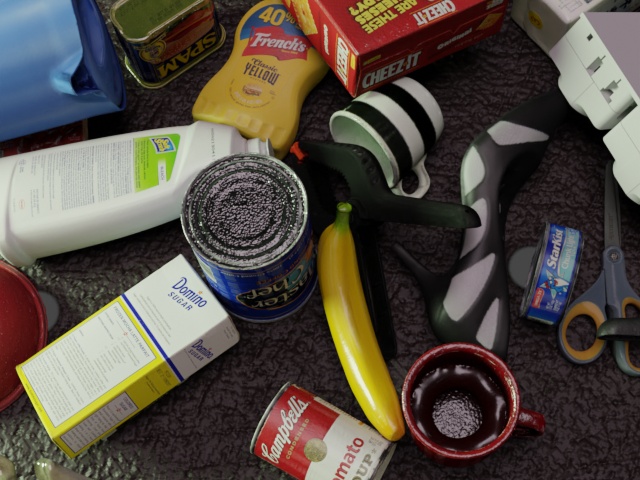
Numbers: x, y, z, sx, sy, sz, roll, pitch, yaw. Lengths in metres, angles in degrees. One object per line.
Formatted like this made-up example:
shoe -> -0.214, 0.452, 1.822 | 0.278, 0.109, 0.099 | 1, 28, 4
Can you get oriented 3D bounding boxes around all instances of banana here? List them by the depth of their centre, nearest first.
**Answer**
banana -> 0.028, 0.071, 0.889 | 0.037, 0.070, 0.198 | -14, 81, -9

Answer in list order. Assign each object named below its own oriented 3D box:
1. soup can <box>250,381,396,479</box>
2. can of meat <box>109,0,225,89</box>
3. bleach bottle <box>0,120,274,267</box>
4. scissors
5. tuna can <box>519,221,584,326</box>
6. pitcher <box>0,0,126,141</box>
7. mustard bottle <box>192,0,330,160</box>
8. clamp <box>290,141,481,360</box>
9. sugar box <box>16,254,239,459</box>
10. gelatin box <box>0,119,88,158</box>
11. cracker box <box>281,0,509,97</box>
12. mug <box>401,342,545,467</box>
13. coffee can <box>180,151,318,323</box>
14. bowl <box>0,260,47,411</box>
soup can -> 0.003, 0.170, 0.876 | 0.102, 0.068, 0.068 | 28, 73, 13
can of meat -> -0.146, -0.207, 1.025 | 0.102, 0.084, 0.057 | -36, 70, -10
bleach bottle -> -0.165, -0.048, 0.958 | 0.251, 0.068, 0.102 | -10, 66, 7
scissors -> 0.241, 0.026, 0.943 | 0.096, 0.016, 0.202 | -11, 68, -2
tuna can -> 0.197, 0.029, 0.908 | 0.034, 0.086, 0.086 | 15, 70, 8
pitcher -> -0.308, -0.152, 0.969 | 0.243, 0.149, 0.145 | -17, 82, 3
mustard bottle -> -0.040, -0.175, 1.020 | 0.096, 0.058, 0.191 | 22, 71, 11
clamp -> 0.045, -0.024, 0.927 | 0.036, 0.165, 0.210 | -3, 51, -44
sugar box -> -0.165, 0.098, 0.917 | 0.176, 0.048, 0.093 | -33, 51, -11
gelatin box -> -0.269, -0.108, 1.024 | 0.089, 0.030, 0.073 | -8, 68, 1
cracker box -> 0.046, -0.252, 0.983 | 0.164, 0.072, 0.214 | -26, 65, -15
mug -> 0.124, 0.141, 0.871 | 0.117, 0.081, 0.093 | 8, 69, 7
coffee can -> -0.056, 0.001, 0.907 | 0.103, 0.140, 0.103 | -1, 68, 3
bowl -> -0.327, 0.080, 0.941 | 0.162, 0.055, 0.162 | -1, 69, 4
